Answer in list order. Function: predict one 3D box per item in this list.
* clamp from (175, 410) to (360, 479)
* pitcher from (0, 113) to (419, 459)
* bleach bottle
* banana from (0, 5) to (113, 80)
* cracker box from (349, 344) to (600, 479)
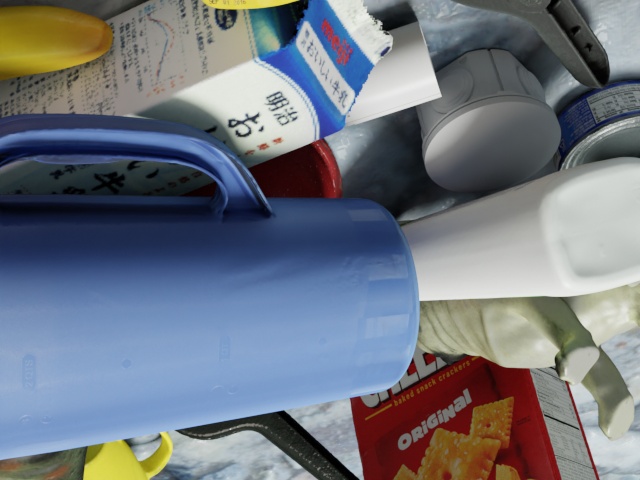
[{"bbox_3d":[-0.049,0.096,0.796,0.210,0.164,0.036,13,-175,-1],"label":"clamp"},{"bbox_3d":[-0.075,0.027,0.540,0.242,0.145,0.149,-4,162,-23],"label":"pitcher"},{"bbox_3d":[0.083,0.007,0.661,0.102,0.068,0.251,-13,180,-34],"label":"bleach bottle"},{"bbox_3d":[-0.200,-0.073,0.534,0.198,0.070,0.037,-31,164,0],"label":"banana"},{"bbox_3d":[0.110,0.154,0.802,0.164,0.214,0.072,-34,138,30],"label":"cracker box"}]
